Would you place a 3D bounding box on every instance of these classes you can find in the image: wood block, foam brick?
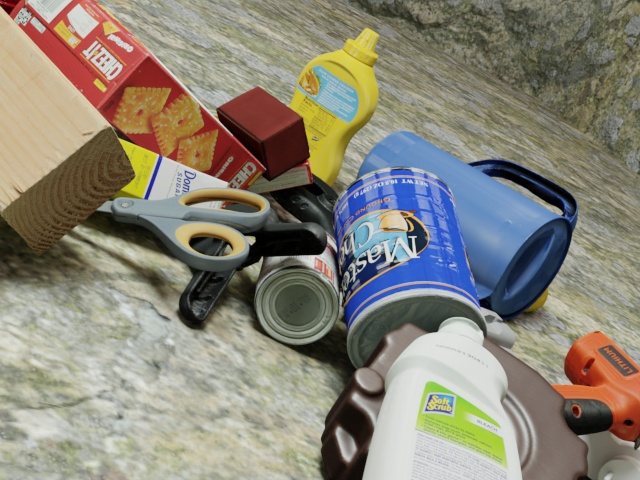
[{"bbox_3d":[-0.232,-0.102,0.733,0.206,0.090,0.090,46,-11,16],"label":"wood block"},{"bbox_3d":[-0.056,-0.105,1.041,0.051,0.053,0.078,-34,49,-20],"label":"foam brick"}]

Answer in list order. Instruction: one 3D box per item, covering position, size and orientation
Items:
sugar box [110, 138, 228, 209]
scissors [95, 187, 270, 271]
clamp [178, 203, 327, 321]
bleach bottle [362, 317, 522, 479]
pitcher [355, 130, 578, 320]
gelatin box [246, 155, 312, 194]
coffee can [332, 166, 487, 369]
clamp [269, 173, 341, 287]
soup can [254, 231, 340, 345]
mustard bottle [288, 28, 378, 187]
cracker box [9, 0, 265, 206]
[{"bbox_3d":[-0.172,-0.058,0.858,0.176,0.048,0.093,24,-9,-26],"label":"sugar box"},{"bbox_3d":[-0.136,-0.011,0.785,0.201,0.016,0.096,-2,39,-8],"label":"scissors"},{"bbox_3d":[-0.056,0.001,0.844,0.171,0.120,0.039,-106,175,-67],"label":"clamp"},{"bbox_3d":[0.074,0.138,0.597,0.102,0.068,0.250,27,38,-7],"label":"bleach bottle"},{"bbox_3d":[0.165,-0.033,1.231,0.243,0.145,0.148,38,23,32],"label":"pitcher"},{"bbox_3d":[-0.057,-0.081,1.079,0.089,0.030,0.073,-12,43,1],"label":"gelatin box"},{"bbox_3d":[0.065,0.027,0.824,0.102,0.103,0.140,22,38,-25],"label":"coffee can"},{"bbox_3d":[0.002,-0.023,1.091,0.210,0.036,0.164,44,21,18],"label":"clamp"},{"bbox_3d":[-0.017,0.034,0.868,0.068,0.068,0.102,28,18,-8],"label":"soup can"},{"bbox_3d":[0.012,-0.156,1.228,0.096,0.192,0.058,37,19,19],"label":"mustard bottle"},{"bbox_3d":[-0.163,-0.128,0.964,0.164,0.072,0.213,43,-1,33],"label":"cracker box"}]
